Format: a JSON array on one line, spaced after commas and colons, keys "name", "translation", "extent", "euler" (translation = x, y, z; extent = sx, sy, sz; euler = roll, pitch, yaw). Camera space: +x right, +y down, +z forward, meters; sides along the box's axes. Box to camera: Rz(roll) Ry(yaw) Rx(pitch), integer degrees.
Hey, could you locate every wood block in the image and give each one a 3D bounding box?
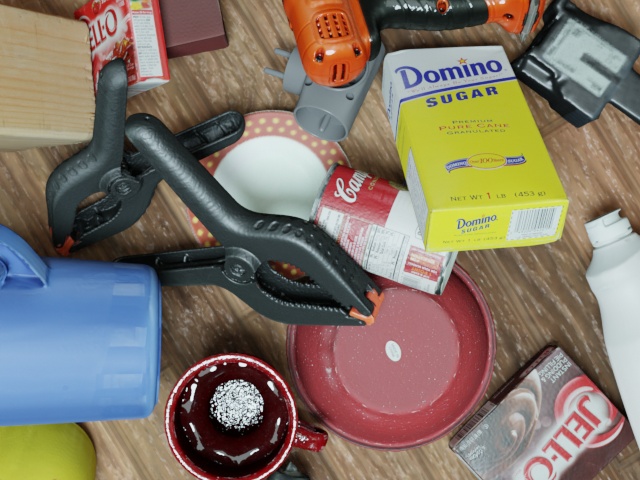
[{"name": "wood block", "translation": [-0.249, -0.110, 0.708], "extent": [0.090, 0.205, 0.091], "euler": [-5, 90, 26]}]

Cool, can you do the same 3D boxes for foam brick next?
[{"name": "foam brick", "translation": [-0.102, -0.180, 0.797], "extent": [0.053, 0.051, 0.078], "euler": [-11, 89, -2]}]

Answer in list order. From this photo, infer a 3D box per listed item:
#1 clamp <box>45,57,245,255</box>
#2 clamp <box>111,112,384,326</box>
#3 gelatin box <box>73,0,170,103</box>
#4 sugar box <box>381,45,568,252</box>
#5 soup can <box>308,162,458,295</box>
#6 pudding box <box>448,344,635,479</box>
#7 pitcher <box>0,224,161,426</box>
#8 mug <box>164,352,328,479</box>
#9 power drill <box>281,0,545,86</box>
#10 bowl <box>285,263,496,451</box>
[{"name": "clamp", "translation": [-0.149, -0.057, 0.764], "extent": [0.172, 0.039, 0.120], "euler": [-40, 133, 17]}, {"name": "clamp", "translation": [-0.055, 0.001, 0.742], "extent": [0.210, 0.165, 0.036], "euler": [18, 46, 9]}, {"name": "gelatin box", "translation": [-0.147, -0.143, 0.779], "extent": [0.030, 0.089, 0.073], "euler": [-8, 91, -36]}, {"name": "sugar box", "translation": [0.102, -0.070, 0.745], "extent": [0.093, 0.048, 0.176], "euler": [-4, 47, -7]}, {"name": "soup can", "translation": [0.048, -0.008, 0.757], "extent": [0.102, 0.068, 0.068], "euler": [19, 89, 10]}, {"name": "pudding box", "translation": [0.166, 0.147, 0.800], "extent": [0.113, 0.039, 0.090], "euler": [-43, 90, -1]}, {"name": "pitcher", "translation": [-0.231, 0.058, 0.718], "extent": [0.242, 0.149, 0.145], "euler": [2, 81, -11]}, {"name": "mug", "translation": [-0.051, 0.128, 0.777], "extent": [0.117, 0.081, 0.093], "euler": [14, 89, 0]}, {"name": "power drill", "translation": [0.058, -0.201, 0.780], "extent": [0.187, 0.057, 0.184], "euler": [-10, 62, -6]}, {"name": "bowl", "translation": [0.054, 0.080, 0.793], "extent": [0.162, 0.055, 0.162], "euler": [0, 89, 0]}]
